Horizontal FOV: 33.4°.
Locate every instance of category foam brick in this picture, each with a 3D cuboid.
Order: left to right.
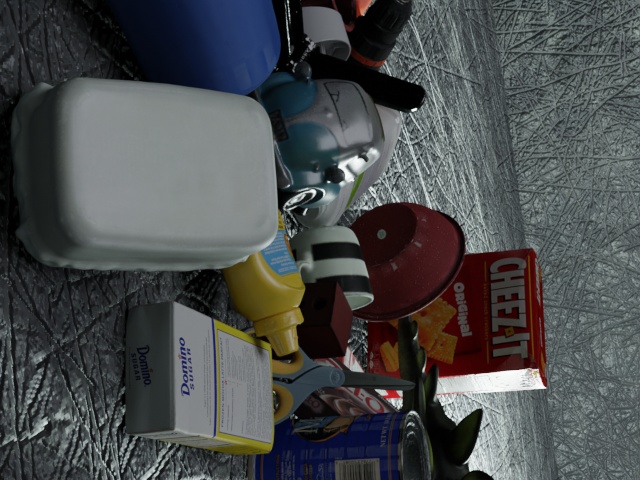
[{"bbox_3d":[-0.015,0.076,0.999,0.051,0.078,0.053,68,24,-43],"label":"foam brick"}]

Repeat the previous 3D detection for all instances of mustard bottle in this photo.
[{"bbox_3d":[-0.056,0.001,0.872,0.096,0.058,0.191,-6,76,-76],"label":"mustard bottle"}]

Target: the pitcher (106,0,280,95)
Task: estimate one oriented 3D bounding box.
[{"bbox_3d":[-0.094,-0.215,0.740,0.145,0.149,0.243,-61,152,-30],"label":"pitcher"}]

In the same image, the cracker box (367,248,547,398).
[{"bbox_3d":[0.165,0.103,1.322,0.072,0.214,0.164,54,34,-56],"label":"cracker box"}]

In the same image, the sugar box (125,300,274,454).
[{"bbox_3d":[-0.089,0.110,0.815,0.176,0.048,0.093,35,49,-62],"label":"sugar box"}]

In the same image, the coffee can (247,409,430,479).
[{"bbox_3d":[0.018,0.207,0.951,0.102,0.140,0.103,-7,90,-72],"label":"coffee can"}]

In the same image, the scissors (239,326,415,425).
[{"bbox_3d":[0.000,0.140,0.961,0.201,0.016,0.096,28,68,-28],"label":"scissors"}]

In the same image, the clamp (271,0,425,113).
[{"bbox_3d":[-0.011,-0.154,0.931,0.164,0.210,0.036,38,72,-18],"label":"clamp"}]

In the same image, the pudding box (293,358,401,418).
[{"bbox_3d":[0.024,0.167,1.056,0.113,0.039,0.090,41,23,2],"label":"pudding box"}]

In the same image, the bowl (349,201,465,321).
[{"bbox_3d":[0.077,0.010,1.184,0.055,0.162,0.162,54,33,-39],"label":"bowl"}]

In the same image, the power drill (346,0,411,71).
[{"bbox_3d":[0.046,-0.254,1.208,0.057,0.185,0.187,23,47,-19],"label":"power drill"}]
